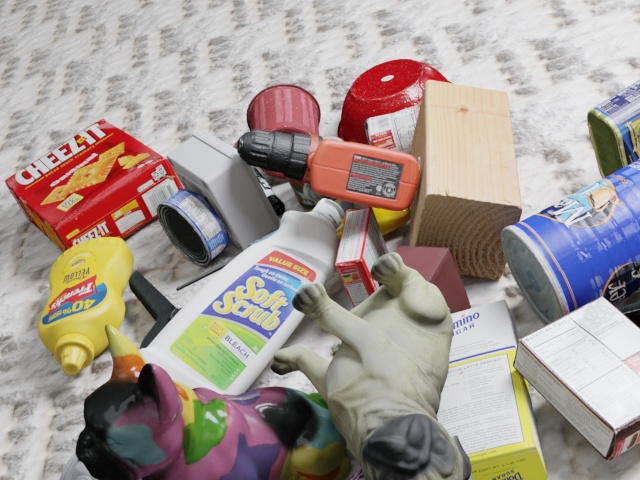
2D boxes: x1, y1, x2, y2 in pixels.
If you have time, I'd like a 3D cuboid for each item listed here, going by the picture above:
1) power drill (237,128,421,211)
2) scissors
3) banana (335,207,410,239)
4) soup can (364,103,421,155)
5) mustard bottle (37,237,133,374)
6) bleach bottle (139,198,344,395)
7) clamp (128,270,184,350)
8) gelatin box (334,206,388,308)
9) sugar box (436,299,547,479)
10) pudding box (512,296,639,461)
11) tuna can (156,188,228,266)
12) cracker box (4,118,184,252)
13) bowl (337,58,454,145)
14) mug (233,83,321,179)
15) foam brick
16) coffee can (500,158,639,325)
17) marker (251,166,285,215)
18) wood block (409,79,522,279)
[{"bbox_3d":[0.013,-0.077,1.080,0.184,0.057,0.188,9,8,-11],"label":"power drill"},{"bbox_3d":[-0.057,0.001,1.129,0.202,0.016,0.096,-26,6,3],"label":"scissors"},{"bbox_3d":[0.004,0.014,1.111,0.197,0.037,0.070,-35,42,-16],"label":"banana"},{"bbox_3d":[0.108,-0.120,1.200,0.102,0.068,0.068,-16,35,13],"label":"soup can"},{"bbox_3d":[-0.259,0.076,1.165,0.096,0.058,0.191,-19,35,10],"label":"mustard bottle"},{"bbox_3d":[-0.064,0.053,1.017,0.250,0.102,0.068,-52,5,-24],"label":"bleach bottle"},{"bbox_3d":[-0.125,0.082,1.096,0.164,0.036,0.210,-16,35,7],"label":"clamp"},{"bbox_3d":[0.043,0.021,1.043,0.030,0.073,0.089,-11,36,18],"label":"gelatin box"},{"bbox_3d":[0.124,0.129,0.874,0.093,0.048,0.176,-17,31,13],"label":"sugar box"},{"bbox_3d":[0.218,0.103,0.820,0.090,0.039,0.114,-24,45,-21],"label":"pudding box"},{"bbox_3d":[-0.143,-0.015,1.194,0.033,0.086,0.086,-40,37,-25],"label":"tuna can"},{"bbox_3d":[-0.293,-0.068,1.369,0.164,0.072,0.214,-35,35,-17],"label":"cracker box"},{"bbox_3d":[0.088,-0.174,1.297,0.162,0.055,0.162,-16,34,11],"label":"bowl"},{"bbox_3d":[-0.053,-0.124,1.288,0.117,0.093,0.081,-21,39,12],"label":"mug"},{"bbox_3d":[0.095,0.049,0.969,0.053,0.078,0.051,3,44,34],"label":"foam brick"},{"bbox_3d":[0.242,0.004,0.920,0.140,0.103,0.103,-27,34,-5],"label":"coffee can"},{"bbox_3d":[-0.068,-0.061,1.270,0.020,0.020,0.121,-29,34,-7],"label":"marker"},{"bbox_3d":[0.141,-0.065,1.061,0.091,0.090,0.206,9,38,-1],"label":"wood block"}]
